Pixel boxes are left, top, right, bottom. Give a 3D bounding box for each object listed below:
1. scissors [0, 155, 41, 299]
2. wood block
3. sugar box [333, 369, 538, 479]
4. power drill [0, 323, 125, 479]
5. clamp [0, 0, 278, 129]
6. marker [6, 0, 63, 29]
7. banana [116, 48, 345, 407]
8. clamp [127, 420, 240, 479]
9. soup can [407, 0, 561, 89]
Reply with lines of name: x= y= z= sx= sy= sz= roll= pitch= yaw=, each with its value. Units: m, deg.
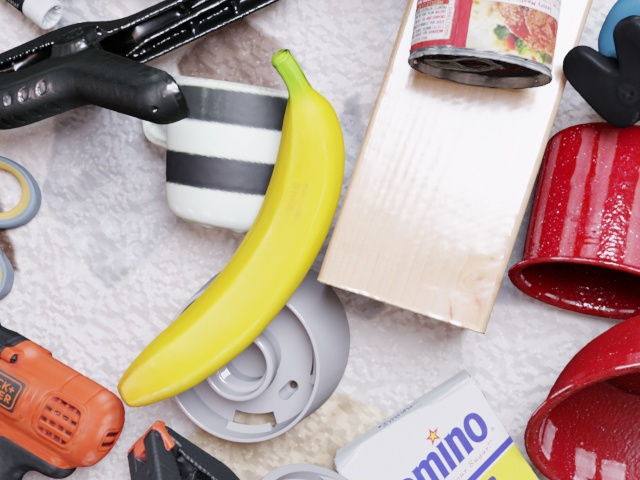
scissors: x=-0.250 y=-0.047 z=0.637 sx=0.202 sy=0.016 sz=0.096 roll=43 pitch=90 yaw=4
wood block: x=0.075 y=-0.063 z=0.577 sx=0.091 sy=0.090 sz=0.206 roll=18 pitch=90 yaw=4
sugar box: x=0.092 y=0.170 z=0.591 sx=0.093 sy=0.048 sz=0.176 roll=-34 pitch=87 yaw=3
power drill: x=-0.223 y=0.129 z=0.605 sx=0.184 sy=0.057 sz=0.188 roll=26 pitch=93 yaw=16
clamp: x=-0.118 y=-0.102 z=0.587 sx=0.210 sy=0.164 sz=0.036 roll=-3 pitch=123 yaw=33
marker: x=-0.201 y=-0.165 z=0.627 sx=0.121 sy=0.020 sz=0.020 roll=38 pitch=91 yaw=13
banana: x=-0.036 y=0.004 z=0.546 sx=0.069 sy=0.037 sz=0.198 roll=22 pitch=99 yaw=-20
clamp: x=-0.051 y=0.175 z=0.570 sx=0.171 sy=0.120 sz=0.039 roll=45 pitch=106 yaw=8
soup can: x=0.081 y=-0.128 z=0.499 sx=0.068 sy=0.068 sz=0.102 roll=9 pitch=89 yaw=4
